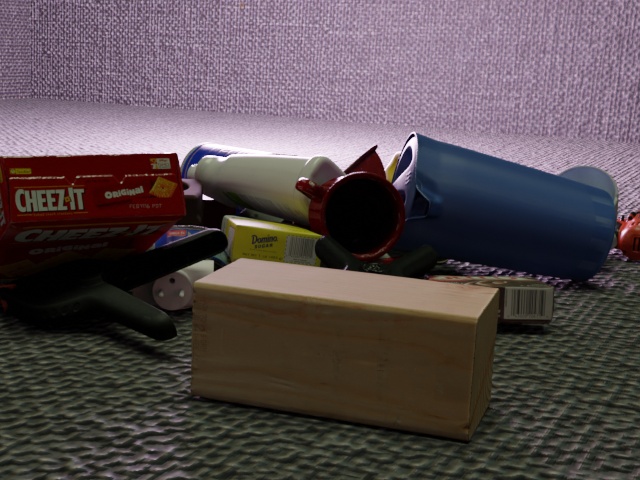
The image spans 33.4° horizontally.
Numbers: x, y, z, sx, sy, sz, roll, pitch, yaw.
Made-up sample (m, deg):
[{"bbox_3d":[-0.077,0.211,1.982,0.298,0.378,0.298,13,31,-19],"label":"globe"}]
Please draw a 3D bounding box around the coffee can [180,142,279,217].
[{"bbox_3d":[-0.118,-0.081,1.515,0.141,0.103,0.102,12,15,41],"label":"coffee can"}]

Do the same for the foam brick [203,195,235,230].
[{"bbox_3d":[-0.142,-0.035,1.409,0.053,0.051,0.078,1,11,-11],"label":"foam brick"}]

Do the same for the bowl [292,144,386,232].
[{"bbox_3d":[0.034,-0.048,1.366,0.055,0.162,0.162,45,17,3],"label":"bowl"}]

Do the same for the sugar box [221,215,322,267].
[{"bbox_3d":[-0.058,0.001,1.167,0.093,0.048,0.176,8,5,-11],"label":"sugar box"}]

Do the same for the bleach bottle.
[{"bbox_3d":[-0.075,-0.069,1.286,0.251,0.068,0.102,13,-20,42],"label":"bleach bottle"}]

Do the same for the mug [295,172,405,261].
[{"bbox_3d":[0.024,-0.033,1.139,0.117,0.093,0.082,27,-3,-15],"label":"mug"}]

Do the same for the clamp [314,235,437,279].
[{"bbox_3d":[0.039,0.036,0.994,0.120,0.039,0.171,3,20,14],"label":"clamp"}]

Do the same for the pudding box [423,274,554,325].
[{"bbox_3d":[0.158,0.055,1.023,0.113,0.039,0.090,3,5,-2],"label":"pudding box"}]

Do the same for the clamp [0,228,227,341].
[{"bbox_3d":[-0.196,0.048,0.950,0.210,0.036,0.164,-9,26,10],"label":"clamp"}]

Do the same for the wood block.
[{"bbox_3d":[0.018,0.075,0.779,0.206,0.090,0.090,6,12,18],"label":"wood block"}]

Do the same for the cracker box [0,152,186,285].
[{"bbox_3d":[-0.242,-0.014,1.018,0.163,0.072,0.214,-4,-15,-30],"label":"cracker box"}]

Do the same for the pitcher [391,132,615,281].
[{"bbox_3d":[0.197,-0.033,1.203,0.242,0.149,0.145,13,-34,-7],"label":"pitcher"}]

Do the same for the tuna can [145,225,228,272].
[{"bbox_3d":[-0.137,0.017,1.085,0.086,0.034,0.086,-1,-24,-1],"label":"tuna can"}]
